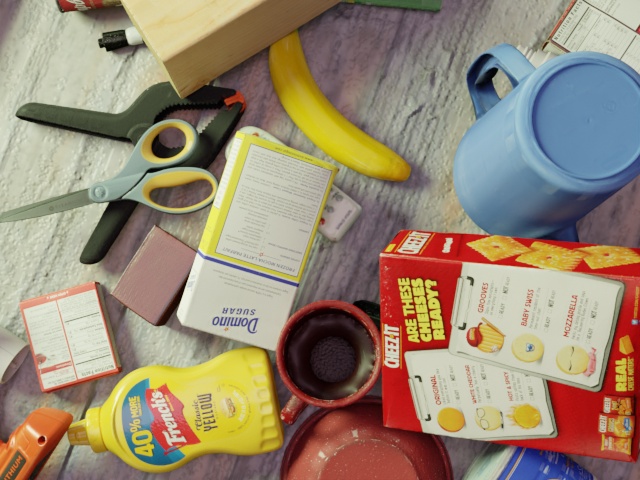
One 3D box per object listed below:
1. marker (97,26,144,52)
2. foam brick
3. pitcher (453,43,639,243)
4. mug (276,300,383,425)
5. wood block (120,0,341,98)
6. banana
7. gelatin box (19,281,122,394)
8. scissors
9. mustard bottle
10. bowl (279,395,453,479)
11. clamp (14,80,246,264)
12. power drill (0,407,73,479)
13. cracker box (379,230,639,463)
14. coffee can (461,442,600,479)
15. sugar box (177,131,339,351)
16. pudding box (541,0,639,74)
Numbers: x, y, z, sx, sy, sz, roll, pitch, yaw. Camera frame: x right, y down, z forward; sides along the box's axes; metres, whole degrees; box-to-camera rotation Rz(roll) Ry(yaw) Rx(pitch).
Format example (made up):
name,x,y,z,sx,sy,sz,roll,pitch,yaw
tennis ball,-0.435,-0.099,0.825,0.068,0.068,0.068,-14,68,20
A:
name,x,y,z,sx,sy,sz,roll,pitch,yaw
marker,-0.152,-0.201,1.016,0.121,0.020,0.020,-12,85,0
foam brick,-0.148,0.033,0.980,0.051,0.053,0.078,32,85,3
pitcher,0.187,-0.084,0.889,0.149,0.243,0.145,19,84,1
mug,0.003,0.114,0.952,0.093,0.081,0.117,32,82,8
wood block,-0.067,-0.230,0.958,0.206,0.091,0.090,-32,78,-4
banana,0.006,-0.126,0.998,0.069,0.037,0.198,-33,85,-1
gelatin box,-0.230,0.090,0.988,0.073,0.030,0.089,-16,85,-2
scissors,-0.192,-0.063,0.968,0.201,0.016,0.096,1,89,-4
mustard bottle,-0.134,0.158,0.967,0.191,0.058,0.096,-11,90,0
bowl,0.042,0.222,0.960,0.162,0.055,0.162,0,85,1
clamp,-0.164,-0.079,0.997,0.210,0.036,0.164,-18,85,-1
power drill,-0.315,0.135,0.945,0.187,0.057,0.185,36,116,4
cracker box,0.161,0.083,0.883,0.214,0.072,0.164,5,112,20
coffee can,0.199,0.238,0.932,0.140,0.103,0.103,36,87,3
sugar box,-0.056,0.001,0.946,0.093,0.048,0.176,18,95,-17
pudding box,0.279,-0.189,0.999,0.113,0.039,0.090,34,87,5
